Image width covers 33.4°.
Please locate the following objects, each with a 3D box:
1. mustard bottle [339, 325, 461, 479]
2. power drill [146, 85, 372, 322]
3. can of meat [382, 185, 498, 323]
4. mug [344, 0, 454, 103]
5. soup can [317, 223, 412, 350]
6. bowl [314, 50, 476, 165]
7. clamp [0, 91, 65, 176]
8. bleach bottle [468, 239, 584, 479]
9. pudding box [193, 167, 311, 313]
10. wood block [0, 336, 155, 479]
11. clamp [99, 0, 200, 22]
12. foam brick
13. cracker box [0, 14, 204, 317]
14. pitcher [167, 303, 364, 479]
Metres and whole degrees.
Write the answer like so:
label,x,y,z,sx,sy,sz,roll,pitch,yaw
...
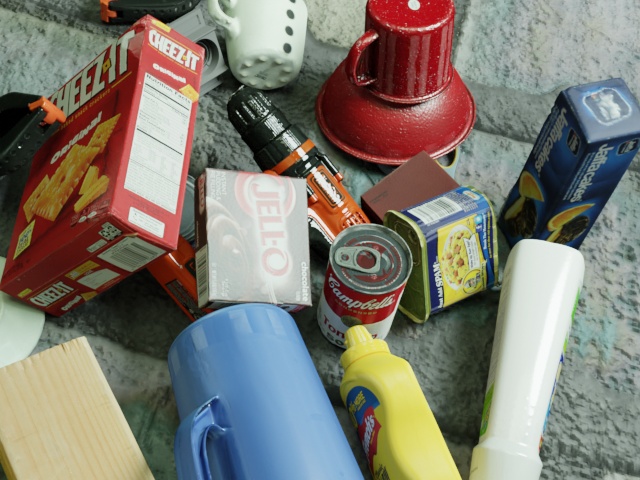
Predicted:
label,x,y,z,sx,sy,sz,roll,pitch,yaw
mustard bottle,0.060,0.151,0.835,0.058,0.096,0.192,-13,59,-15
power drill,-0.063,-0.021,0.926,0.187,0.057,0.184,-42,95,-25
can of meat,0.107,0.010,0.935,0.083,0.102,0.058,-21,32,-23
mug,0.071,-0.183,0.987,0.117,0.081,0.093,-27,54,-21
soup can,0.035,0.042,0.902,0.068,0.102,0.068,4,56,-6
bowl,0.075,-0.149,1.050,0.162,0.055,0.162,-1,49,0
clamp,-0.301,-0.089,0.943,0.172,0.039,0.120,-28,58,15
bleach bottle,0.163,0.128,0.876,0.068,0.102,0.250,12,62,10
pudding box,-0.056,0.001,0.870,0.089,0.039,0.113,4,75,-24
wood block,-0.173,0.188,0.784,0.090,0.090,0.206,-21,61,-21
clamp,-0.150,-0.293,1.142,0.209,0.036,0.165,-26,64,-22
foam brick,0.082,-0.034,0.979,0.078,0.051,0.053,-35,66,-11
cracker box,-0.184,-0.063,0.904,0.072,0.164,0.213,30,48,-35
pitcher,-0.041,0.168,0.786,0.144,0.149,0.243,-12,55,-16
